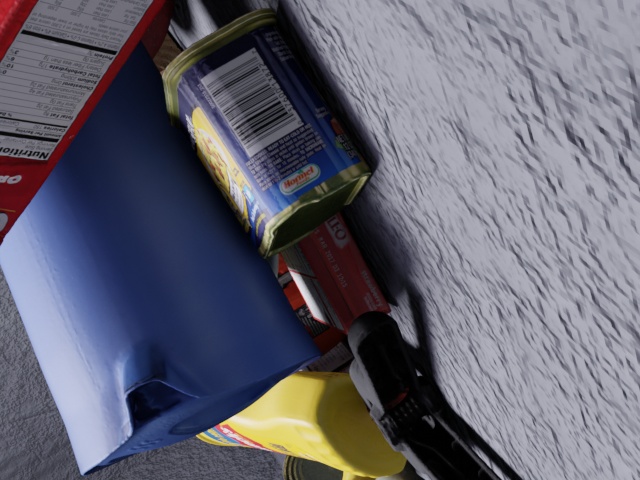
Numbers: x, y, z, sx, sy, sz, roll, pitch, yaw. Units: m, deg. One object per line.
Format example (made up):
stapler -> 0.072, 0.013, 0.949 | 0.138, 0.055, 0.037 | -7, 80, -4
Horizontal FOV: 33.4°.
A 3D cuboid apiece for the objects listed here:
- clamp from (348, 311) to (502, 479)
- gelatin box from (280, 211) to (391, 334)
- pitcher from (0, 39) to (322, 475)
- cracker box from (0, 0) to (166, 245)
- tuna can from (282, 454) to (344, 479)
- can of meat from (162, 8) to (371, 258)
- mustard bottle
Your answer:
clamp -> 0.043, 0.084, 0.568 | 0.120, 0.039, 0.171 | 62, 170, -5
gelatin box -> 0.001, 0.010, 0.589 | 0.073, 0.030, 0.089 | 63, 170, -7
pitcher -> -0.108, -0.011, 0.564 | 0.149, 0.144, 0.243 | -37, 77, 50
cracker box -> -0.144, -0.121, 0.448 | 0.071, 0.214, 0.164 | 4, -137, -51
tuna can -> 0.015, 0.190, 0.881 | 0.086, 0.086, 0.033 | 48, 166, 51
can of meat -> -0.025, -0.044, 0.487 | 0.084, 0.057, 0.102 | 58, 170, 5
mustard bottle -> -0.037, 0.115, 0.724 | 0.192, 0.058, 0.096 | 1, 156, 44
